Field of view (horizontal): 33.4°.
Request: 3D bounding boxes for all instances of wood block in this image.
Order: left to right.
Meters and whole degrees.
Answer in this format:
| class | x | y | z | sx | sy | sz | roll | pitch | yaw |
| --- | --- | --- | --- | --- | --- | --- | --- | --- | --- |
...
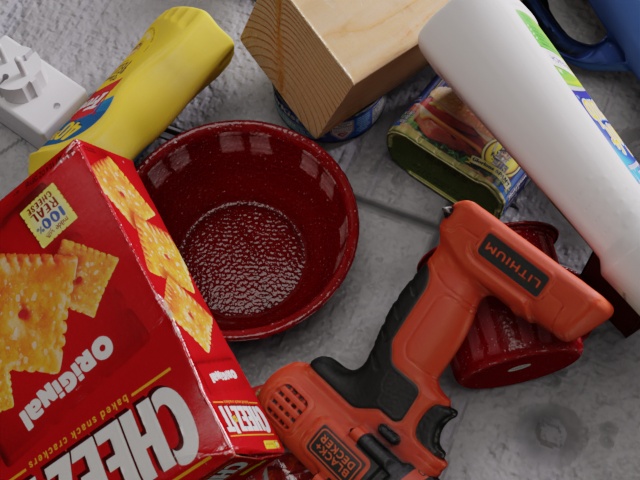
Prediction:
| class | x | y | z | sx | sy | sz | roll | pitch | yaw |
| --- | --- | --- | --- | --- | --- | --- | --- | --- | --- |
| wood block | 0.059 | -0.171 | 0.729 | 0.205 | 0.091 | 0.090 | -35 | 86 | -23 |

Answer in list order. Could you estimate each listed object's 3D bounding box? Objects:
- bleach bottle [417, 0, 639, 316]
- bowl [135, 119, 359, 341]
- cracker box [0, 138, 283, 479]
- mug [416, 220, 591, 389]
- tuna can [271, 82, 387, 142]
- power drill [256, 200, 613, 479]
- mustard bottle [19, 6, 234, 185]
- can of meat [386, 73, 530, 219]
| class | x | y | z | sx | sy | sz | roll | pitch | yaw |
| --- | --- | --- | --- | --- | --- | --- | --- | --- | --- |
| bleach bottle | 0.157 | -0.040 | 0.632 | 0.068 | 0.102 | 0.251 | -41 | 65 | 18 |
| bowl | -0.055 | 0.001 | 0.713 | 0.162 | 0.055 | 0.162 | -1 | 64 | 2 |
| cracker box | -0.145 | 0.074 | 0.633 | 0.164 | 0.072 | 0.214 | -35 | 69 | 15 |
| mug | 0.125 | 0.044 | 0.675 | 0.117 | 0.093 | 0.081 | 1 | 66 | -30 |
| tuna can | 0.007 | -0.115 | 0.779 | 0.086 | 0.034 | 0.086 | -1 | 64 | 1 |
| power drill | 0.076 | 0.087 | 0.596 | 0.185 | 0.057 | 0.188 | 41 | 96 | 23 |
| mustard bottle | -0.144 | -0.076 | 0.735 | 0.058 | 0.096 | 0.191 | 46 | 70 | -22 |
| can of meat | 0.108 | -0.073 | 0.744 | 0.102 | 0.057 | 0.084 | 35 | 72 | 17 |
